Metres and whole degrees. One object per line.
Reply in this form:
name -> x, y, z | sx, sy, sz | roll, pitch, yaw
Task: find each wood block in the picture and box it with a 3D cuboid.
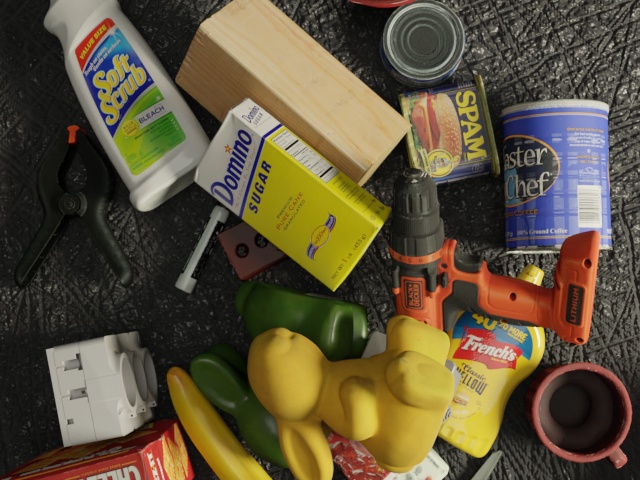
wood block -> -0.028, -0.134, 1.039 | 0.206, 0.091, 0.090 | 42, 52, 3

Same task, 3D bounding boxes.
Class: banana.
banana -> -0.088, 0.208, 1.051 | 0.198, 0.070, 0.037 | 48, 53, 9

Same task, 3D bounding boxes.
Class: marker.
marker -> -0.113, -0.004, 1.084 | 0.020, 0.020, 0.121 | 26, 88, 2

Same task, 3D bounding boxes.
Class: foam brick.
foam brick -> -0.057, 0.001, 1.067 | 0.078, 0.051, 0.053 | -28, 86, 0

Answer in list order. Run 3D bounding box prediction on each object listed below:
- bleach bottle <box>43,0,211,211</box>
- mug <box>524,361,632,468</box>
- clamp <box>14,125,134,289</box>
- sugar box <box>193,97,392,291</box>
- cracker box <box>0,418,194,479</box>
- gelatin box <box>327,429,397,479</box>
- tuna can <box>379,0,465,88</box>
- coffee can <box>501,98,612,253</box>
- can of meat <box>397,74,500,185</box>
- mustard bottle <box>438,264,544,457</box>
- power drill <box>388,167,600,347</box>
bleach bottle -> -0.209, -0.159, 1.075 | 0.102, 0.068, 0.251 | -34, 84, 0
mug -> 0.253, 0.171, 1.034 | 0.093, 0.081, 0.117 | -43, 87, -1
clamp -> -0.258, -0.028, 1.080 | 0.120, 0.039, 0.171 | -9, 80, -4
sugar box -> -0.028, -0.043, 0.998 | 0.176, 0.048, 0.093 | 36, 126, 4
cracker box -> -0.213, 0.225, 0.977 | 0.164, 0.213, 0.072 | -16, 87, 0
gelatin box -> 0.044, 0.197, 1.049 | 0.073, 0.030, 0.089 | -45, 62, 0
tuna can -> 0.103, -0.200, 1.083 | 0.086, 0.034, 0.086 | 0, 87, 1
coffee can -> 0.229, -0.059, 1.037 | 0.103, 0.103, 0.140 | -1, 87, 1
can of meat -> 0.127, -0.106, 1.066 | 0.084, 0.057, 0.102 | -11, 86, 4
mustard bottle -> 0.165, 0.110, 1.052 | 0.096, 0.058, 0.191 | 30, 87, 14
power drill -> 0.154, 0.021, 0.966 | 0.188, 0.057, 0.184 | 7, 128, 18
